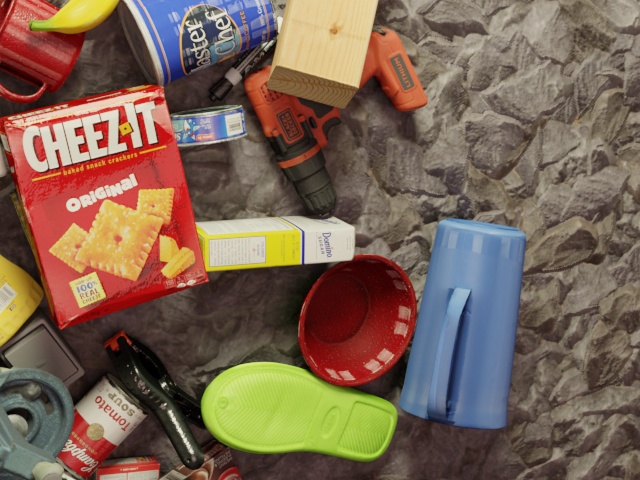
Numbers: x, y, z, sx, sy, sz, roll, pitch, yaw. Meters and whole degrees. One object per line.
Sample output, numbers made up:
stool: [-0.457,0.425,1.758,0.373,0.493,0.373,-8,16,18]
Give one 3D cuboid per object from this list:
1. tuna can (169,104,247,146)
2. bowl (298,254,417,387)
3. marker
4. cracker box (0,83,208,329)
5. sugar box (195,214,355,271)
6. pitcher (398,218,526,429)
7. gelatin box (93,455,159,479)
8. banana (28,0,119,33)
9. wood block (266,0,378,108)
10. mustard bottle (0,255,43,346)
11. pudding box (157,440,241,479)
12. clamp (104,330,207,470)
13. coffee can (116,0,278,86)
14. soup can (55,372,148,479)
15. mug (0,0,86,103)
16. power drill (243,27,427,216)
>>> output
tuna can: [-0.124,-0.125,1.157,0.086,0.086,0.034,-11,103,-18]
bowl: [0.034,0.089,1.267,0.161,0.055,0.162,-7,106,-27]
marker: [-0.081,-0.201,1.193,0.121,0.020,0.020,-48,112,-6]
cracker box: [-0.218,-0.037,1.084,0.164,0.072,0.214,-17,105,-19]
sugar box: [-0.058,0.002,1.203,0.176,0.093,0.048,-1,102,-19]
pitcher: [0.174,0.100,1.282,0.144,0.149,0.243,6,95,-24]
gelatin box: [-0.226,0.298,1.237,0.073,0.030,0.089,-1,101,-21]
banana: [-0.225,-0.276,1.070,0.069,0.037,0.197,28,59,-24]
wood block: [0.012,-0.260,1.140,0.090,0.090,0.206,14,81,-7]
mustard bottle: [-0.381,0.021,1.099,0.191,0.058,0.096,51,52,-21]
pudding box: [-0.143,0.301,1.244,0.113,0.039,0.090,-31,115,-30]
clamp: [-0.177,0.177,1.187,0.039,0.120,0.171,-41,108,6]
coffee can: [-0.129,-0.233,1.123,0.140,0.103,0.103,-25,108,-14]
soup can: [-0.249,0.207,1.189,0.102,0.069,0.068,-47,112,-7]
mug: [-0.293,-0.191,1.074,0.081,0.093,0.117,26,61,-27]
power drill: [0.026,-0.143,1.222,0.187,0.057,0.184,-31,110,-12]
